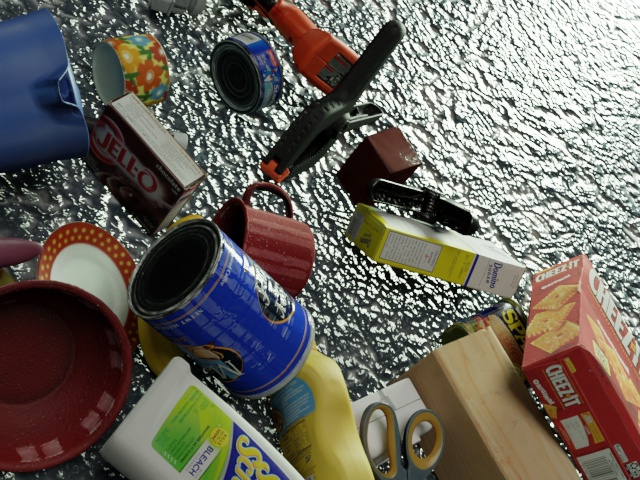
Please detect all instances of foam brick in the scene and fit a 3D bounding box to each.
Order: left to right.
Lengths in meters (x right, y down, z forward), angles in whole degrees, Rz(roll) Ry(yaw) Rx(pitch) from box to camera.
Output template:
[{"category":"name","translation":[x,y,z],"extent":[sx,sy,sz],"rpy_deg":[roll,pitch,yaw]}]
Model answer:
[{"category":"foam brick","translation":[0.064,-0.080,1.179],"extent":[0.051,0.078,0.053],"rpy_deg":[-21,73,-37]}]

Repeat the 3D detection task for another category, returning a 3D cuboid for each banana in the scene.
[{"category":"banana","translation":[-0.140,0.052,1.001],"extent":[0.069,0.037,0.198],"rpy_deg":[40,41,-49]}]

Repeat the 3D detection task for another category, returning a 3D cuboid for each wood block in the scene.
[{"category":"wood block","translation":[0.168,0.203,1.050],"extent":[0.090,0.091,0.206],"rpy_deg":[-17,71,-38]}]

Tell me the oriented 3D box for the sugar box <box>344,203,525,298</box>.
[{"category":"sugar box","translation":[0.122,0.012,1.149],"extent":[0.176,0.048,0.093],"rpy_deg":[18,12,-22]}]

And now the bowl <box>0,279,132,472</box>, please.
[{"category":"bowl","translation":[-0.237,0.102,0.863],"extent":[0.161,0.055,0.162],"rpy_deg":[-7,107,-24]}]

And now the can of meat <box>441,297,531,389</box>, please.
[{"category":"can of meat","translation":[0.187,0.121,1.138],"extent":[0.083,0.058,0.102],"rpy_deg":[-19,72,-36]}]

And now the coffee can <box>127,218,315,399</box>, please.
[{"category":"coffee can","translation":[-0.085,0.062,0.939],"extent":[0.140,0.103,0.102],"rpy_deg":[46,41,-37]}]

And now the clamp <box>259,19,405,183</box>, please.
[{"category":"clamp","translation":[0.014,-0.131,1.170],"extent":[0.036,0.164,0.209],"rpy_deg":[39,71,15]}]

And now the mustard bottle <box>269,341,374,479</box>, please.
[{"category":"mustard bottle","translation":[-0.006,0.164,0.967],"extent":[0.058,0.096,0.192],"rpy_deg":[-2,62,-30]}]

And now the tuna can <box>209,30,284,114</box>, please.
[{"category":"tuna can","translation":[-0.081,-0.180,1.150],"extent":[0.033,0.086,0.086],"rpy_deg":[-28,78,-38]}]

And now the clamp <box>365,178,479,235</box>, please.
[{"category":"clamp","translation":[0.125,-0.034,1.146],"extent":[0.120,0.039,0.171],"rpy_deg":[28,11,17]}]

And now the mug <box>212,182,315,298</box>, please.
[{"category":"mug","translation":[-0.057,0.001,1.042],"extent":[0.081,0.093,0.117],"rpy_deg":[15,75,-28]}]

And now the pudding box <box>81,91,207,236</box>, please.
[{"category":"pudding box","translation":[-0.172,-0.073,1.023],"extent":[0.113,0.090,0.039],"rpy_deg":[46,48,2]}]

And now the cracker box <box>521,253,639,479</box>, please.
[{"category":"cracker box","translation":[0.279,0.132,1.099],"extent":[0.164,0.072,0.213],"rpy_deg":[58,25,-13]}]

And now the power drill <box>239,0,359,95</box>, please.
[{"category":"power drill","translation":[-0.046,-0.252,1.164],"extent":[0.188,0.057,0.184],"rpy_deg":[51,13,24]}]

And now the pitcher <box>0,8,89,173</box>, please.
[{"category":"pitcher","translation":[-0.331,-0.107,0.910],"extent":[0.242,0.149,0.145],"rpy_deg":[-17,62,-20]}]

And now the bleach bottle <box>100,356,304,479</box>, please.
[{"category":"bleach bottle","translation":[-0.052,0.211,0.871],"extent":[0.251,0.068,0.102],"rpy_deg":[38,54,-3]}]

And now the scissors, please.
[{"category":"scissors","translation":[0.086,0.242,0.977],"extent":[0.096,0.016,0.202],"rpy_deg":[-13,90,-28]}]
